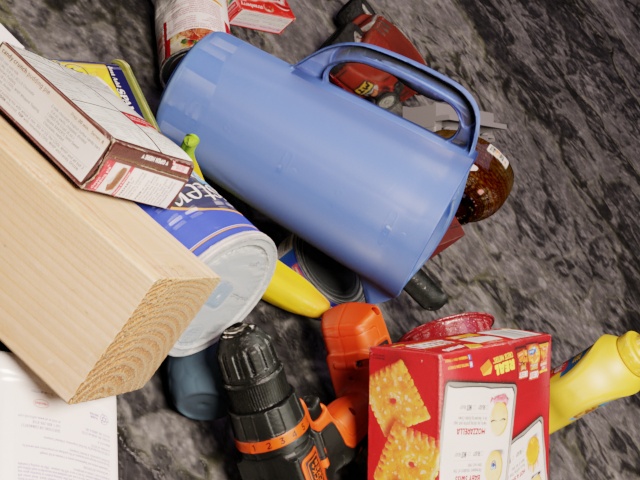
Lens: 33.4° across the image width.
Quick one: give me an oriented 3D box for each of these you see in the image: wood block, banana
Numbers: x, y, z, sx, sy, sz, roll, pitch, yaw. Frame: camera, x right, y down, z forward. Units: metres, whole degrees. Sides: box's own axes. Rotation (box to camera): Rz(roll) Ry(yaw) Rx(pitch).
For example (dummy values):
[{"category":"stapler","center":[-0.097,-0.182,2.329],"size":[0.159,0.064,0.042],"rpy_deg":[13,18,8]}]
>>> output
[{"category":"wood block","center":[-0.174,-0.006,0.638],"size":[0.206,0.091,0.090],"rpy_deg":[39,11,16]},{"category":"banana","center":[-0.070,-0.001,0.852],"size":[0.197,0.070,0.037],"rpy_deg":[51,57,-29]}]

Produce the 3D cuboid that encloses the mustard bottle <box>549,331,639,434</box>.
[{"category":"mustard bottle","center":[0.233,0.135,0.976],"size":[0.096,0.192,0.058],"rpy_deg":[-14,70,-54]}]

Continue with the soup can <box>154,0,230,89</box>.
[{"category":"soup can","center":[-0.115,-0.184,0.968],"size":[0.068,0.069,0.102],"rpy_deg":[23,43,-37]}]

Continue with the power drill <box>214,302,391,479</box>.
[{"category":"power drill","center":[-0.004,0.116,0.788],"size":[0.187,0.057,0.184],"rpy_deg":[-41,120,-56]}]

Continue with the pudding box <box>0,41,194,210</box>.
[{"category":"pudding box","center":[-0.143,-0.070,0.657],"size":[0.114,0.039,0.089],"rpy_deg":[39,12,25]}]

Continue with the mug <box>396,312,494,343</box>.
[{"category":"mug","center":[0.133,0.119,0.960],"size":[0.117,0.093,0.081],"rpy_deg":[-2,64,-27]}]

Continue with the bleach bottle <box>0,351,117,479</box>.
[{"category":"bleach bottle","center":[-0.158,0.190,0.576],"size":[0.102,0.068,0.251],"rpy_deg":[22,46,-37]}]

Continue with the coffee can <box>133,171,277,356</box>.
[{"category":"coffee can","center":[-0.113,-0.004,0.731],"size":[0.140,0.103,0.102],"rpy_deg":[42,28,24]}]

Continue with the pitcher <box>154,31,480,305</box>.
[{"category":"pitcher","center":[-0.001,-0.075,0.849],"size":[0.243,0.145,0.149],"rpy_deg":[30,63,6]}]

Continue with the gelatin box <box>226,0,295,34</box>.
[{"category":"gelatin box","center":[-0.075,-0.258,1.119],"size":[0.089,0.030,0.073],"rpy_deg":[-3,62,-51]}]

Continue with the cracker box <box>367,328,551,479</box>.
[{"category":"cracker box","center":[0.106,0.179,0.810],"size":[0.163,0.072,0.214],"rpy_deg":[-2,95,-50]}]

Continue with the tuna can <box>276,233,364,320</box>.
[{"category":"tuna can","center":[0.000,0.027,0.940],"size":[0.086,0.034,0.086],"rpy_deg":[31,39,-29]}]
